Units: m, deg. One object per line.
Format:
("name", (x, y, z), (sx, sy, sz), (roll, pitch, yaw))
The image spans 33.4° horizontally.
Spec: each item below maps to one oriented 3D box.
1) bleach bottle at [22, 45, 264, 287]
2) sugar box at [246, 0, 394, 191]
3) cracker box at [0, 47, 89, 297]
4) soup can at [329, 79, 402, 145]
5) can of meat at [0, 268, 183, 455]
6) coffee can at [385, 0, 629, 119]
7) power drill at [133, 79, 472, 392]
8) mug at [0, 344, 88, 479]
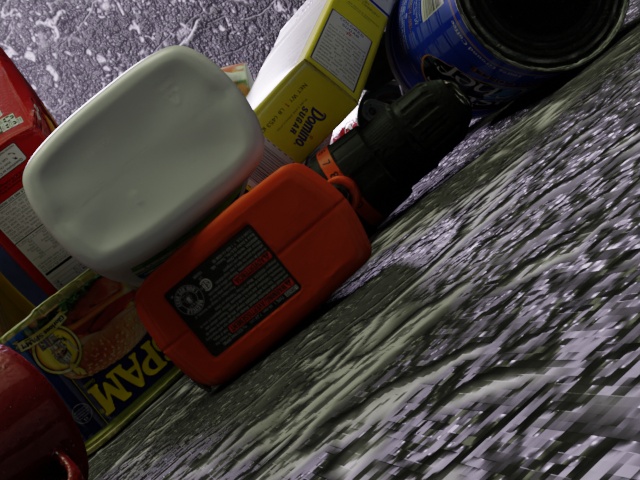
("bleach bottle", (-0.079, -0.021, 0.560), (0.102, 0.068, 0.251), (-39, -3, -5))
("sugar box", (-0.003, -0.108, 0.655), (0.093, 0.048, 0.176), (-42, 15, 35))
("cracker box", (-0.178, -0.021, 0.738), (0.072, 0.213, 0.164), (-37, 39, -4))
("soup can", (0.040, -0.078, 0.848), (0.068, 0.068, 0.102), (-40, 3, -25))
("can of meat", (-0.134, 0.068, 0.633), (0.058, 0.084, 0.101), (-35, 5, 46))
("coffee can", (0.105, -0.135, 0.636), (0.102, 0.103, 0.140), (-39, 4, -11))
("power drill", (-0.003, -0.009, 0.521), (0.184, 0.057, 0.187), (-42, 0, 14))
("mug", (-0.142, 0.096, 0.432), (0.117, 0.093, 0.081), (8, 32, 41))
